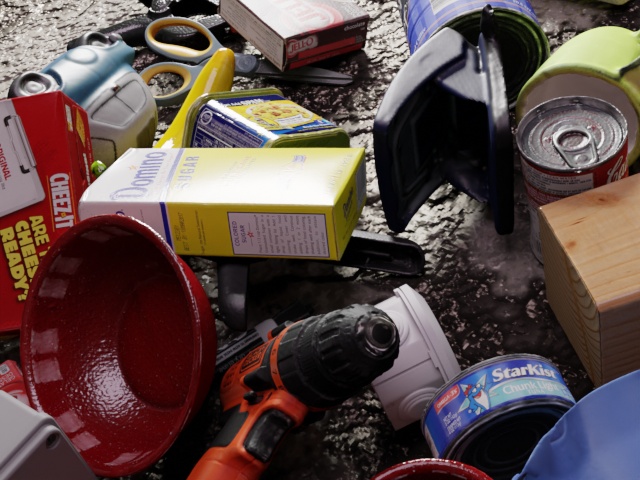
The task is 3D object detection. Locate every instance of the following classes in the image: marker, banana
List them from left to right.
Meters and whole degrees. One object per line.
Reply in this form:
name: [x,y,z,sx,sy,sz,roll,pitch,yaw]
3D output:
banana: [-0.116,-0.081,0.855,0.037,0.070,0.197,21,44,13]
marker: [-0.056,0.076,0.720,0.121,0.020,0.020,-32,46,-13]

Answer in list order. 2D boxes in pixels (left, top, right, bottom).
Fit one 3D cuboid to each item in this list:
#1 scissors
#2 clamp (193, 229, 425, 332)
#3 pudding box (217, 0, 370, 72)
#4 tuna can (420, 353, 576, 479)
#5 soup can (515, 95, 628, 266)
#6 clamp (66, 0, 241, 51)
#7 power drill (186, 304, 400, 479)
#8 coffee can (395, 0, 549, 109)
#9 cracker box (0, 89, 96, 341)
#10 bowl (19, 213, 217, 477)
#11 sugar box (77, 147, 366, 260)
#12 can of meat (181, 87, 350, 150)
scissors: [-0.079,-0.139,0.932,0.202,0.016,0.096,26,76,22]
clamp: [-0.055,0.001,0.749,0.210,0.036,0.164,24,30,38]
pudding box: [-0.025,-0.198,0.937,0.089,0.039,0.114,-21,46,-29]
tuna can: [0.102,0.104,0.596,0.086,0.086,0.034,-20,46,-2]
soup can: [0.166,-0.033,0.695,0.068,0.102,0.068,-9,45,9]
clamp: [-0.150,-0.221,1.015,0.171,0.039,0.120,1,64,12]
power drill: [-0.038,0.125,0.581,0.057,0.185,0.187,37,60,-8]
coffee can: [0.115,-0.180,0.851,0.103,0.103,0.140,-13,45,5]
cracker box: [-0.269,-0.006,0.772,0.214,0.072,0.164,-9,83,5]
bowl: [-0.118,0.065,0.673,0.162,0.055,0.162,-3,86,36]
sugar box: [-0.063,-0.028,0.713,0.176,0.048,0.093,3,28,14]
can of meat: [-0.039,-0.073,0.810,0.084,0.057,0.101,32,30,35]
